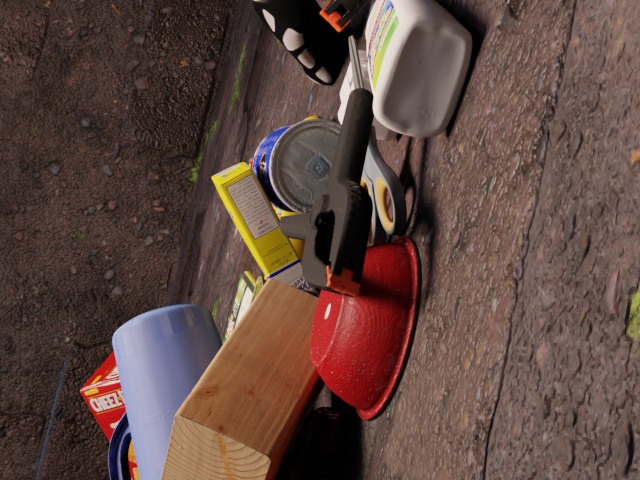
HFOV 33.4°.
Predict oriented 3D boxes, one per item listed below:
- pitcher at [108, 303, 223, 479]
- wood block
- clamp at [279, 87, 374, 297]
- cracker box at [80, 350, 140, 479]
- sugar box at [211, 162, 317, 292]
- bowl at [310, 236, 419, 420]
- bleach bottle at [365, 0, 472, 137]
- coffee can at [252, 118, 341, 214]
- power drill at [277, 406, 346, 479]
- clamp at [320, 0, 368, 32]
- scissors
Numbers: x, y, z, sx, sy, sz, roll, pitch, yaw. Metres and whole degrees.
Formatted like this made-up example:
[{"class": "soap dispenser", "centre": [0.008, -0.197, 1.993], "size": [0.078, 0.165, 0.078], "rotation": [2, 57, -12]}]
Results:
[{"class": "pitcher", "centre": [-0.141, 0.197, 1.088], "size": [0.145, 0.149, 0.243], "rotation": [128, 127, -61]}, {"class": "wood block", "centre": [-0.054, 0.138, 0.971], "size": [0.205, 0.090, 0.091], "rotation": [-57, -12, -52]}, {"class": "clamp", "centre": [0.007, -0.015, 0.917], "size": [0.210, 0.036, 0.165], "rotation": [-92, 27, -50]}, {"class": "cracker box", "centre": [-0.171, 0.214, 1.251], "size": [0.213, 0.072, 0.164], "rotation": [65, -156, -16]}, {"class": "sugar box", "centre": [-0.058, 0.002, 1.173], "size": [0.176, 0.048, 0.093], "rotation": [64, 175, -12]}, {"class": "bowl", "centre": [0.031, 0.069, 0.916], "size": [0.162, 0.055, 0.162], "rotation": [-166, 90, -78]}, {"class": "bleach bottle", "centre": [0.075, -0.175, 0.973], "size": [0.251, 0.068, 0.103], "rotation": [-102, 29, -69]}, {"class": "coffee can", "centre": [-0.015, -0.079, 1.176], "size": [0.140, 0.102, 0.103], "rotation": [-163, 87, -78]}, {"class": "power drill", "centre": [-0.007, 0.251, 0.891], "size": [0.188, 0.057, 0.184], "rotation": [-119, 43, -75]}, {"class": "clamp", "centre": [0.064, -0.277, 1.060], "size": [0.171, 0.039, 0.120], "rotation": [-44, 4, 2]}, {"class": "scissors", "centre": [0.050, -0.087, 0.965], "size": [0.096, 0.016, 0.202], "rotation": [-166, 72, -68]}]
